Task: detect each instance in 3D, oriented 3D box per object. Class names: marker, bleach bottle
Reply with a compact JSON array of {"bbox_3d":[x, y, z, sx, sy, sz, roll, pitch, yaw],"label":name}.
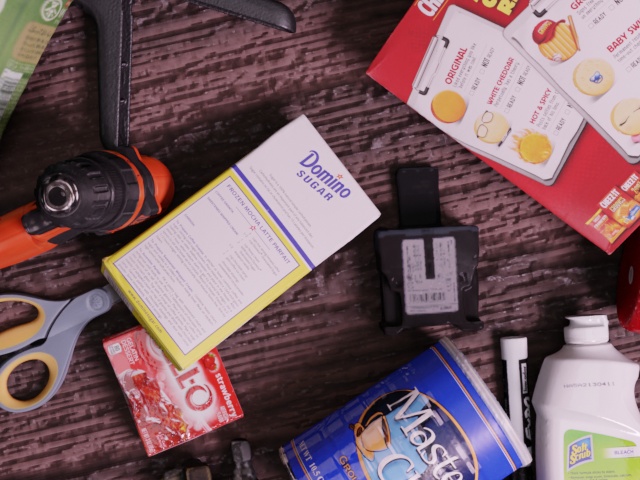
[{"bbox_3d":[0.143,0.130,0.773,0.020,0.020,0.121,-3,90,-1],"label":"marker"},{"bbox_3d":[0.205,0.177,0.753,0.102,0.068,0.251,-4,88,-1],"label":"bleach bottle"}]

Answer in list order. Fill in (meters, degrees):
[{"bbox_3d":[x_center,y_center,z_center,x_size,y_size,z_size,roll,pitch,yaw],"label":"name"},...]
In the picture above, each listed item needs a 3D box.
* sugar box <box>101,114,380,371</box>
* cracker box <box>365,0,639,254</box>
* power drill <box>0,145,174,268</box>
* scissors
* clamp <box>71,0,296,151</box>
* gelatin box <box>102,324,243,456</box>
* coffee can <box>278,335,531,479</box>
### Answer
[{"bbox_3d":[-0.055,0.001,0.741,0.176,0.048,0.093,-37,90,-16],"label":"sugar box"},{"bbox_3d":[0.166,-0.120,0.718,0.213,0.072,0.164,37,121,0],"label":"cracker box"},{"bbox_3d":[-0.197,-0.006,0.697,0.188,0.184,0.057,-21,90,9],"label":"power drill"},{"bbox_3d":[-0.164,0.064,0.771,0.201,0.016,0.096,-11,92,-1],"label":"scissors"},{"bbox_3d":[-0.142,-0.175,0.761,0.164,0.036,0.210,-42,87,5],"label":"clamp"},{"bbox_3d":[-0.105,0.098,0.758,0.073,0.030,0.089,-22,91,-12],"label":"gelatin box"},{"bbox_3d":[0.057,0.146,0.730,0.140,0.103,0.103,-34,90,0],"label":"coffee can"}]
